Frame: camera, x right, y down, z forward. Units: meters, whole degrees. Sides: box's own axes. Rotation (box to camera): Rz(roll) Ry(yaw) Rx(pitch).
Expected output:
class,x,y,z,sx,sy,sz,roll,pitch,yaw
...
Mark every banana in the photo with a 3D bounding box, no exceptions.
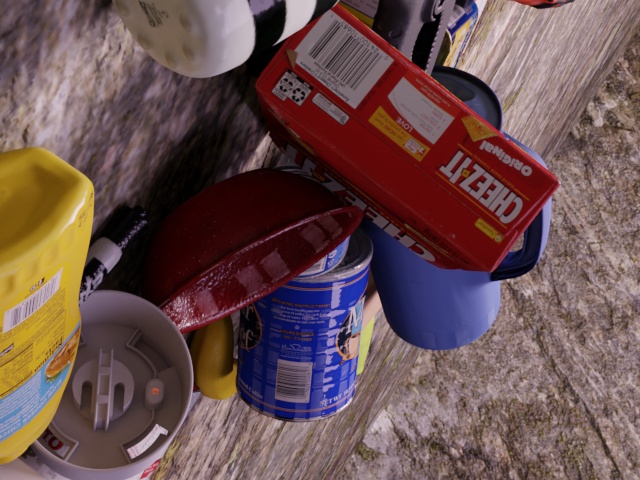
class,x,y,z,sx,sy,sz,roll,pitch,yaw
banana,-0.085,0.105,0.933,0.069,0.037,0.198,-51,166,-23

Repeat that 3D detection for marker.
class,x,y,z,sx,sy,sz,roll,pitch,yaw
marker,-0.136,0.026,0.591,0.121,0.020,0.020,-52,166,-23

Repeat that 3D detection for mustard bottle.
class,x,y,z,sx,sy,sz,roll,pitch,yaw
mustard bottle,-0.152,0.050,0.494,0.096,0.058,0.192,-46,162,-40

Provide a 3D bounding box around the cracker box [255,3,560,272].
class,x,y,z,sx,sy,sz,roll,pitch,yaw
cracker box,0.043,-0.052,0.663,0.072,0.164,0.214,-52,180,-2

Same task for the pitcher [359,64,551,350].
class,x,y,z,sx,sy,sz,roll,pitch,yaw
pitcher,0.101,-0.014,0.895,0.145,0.149,0.243,-20,137,-4

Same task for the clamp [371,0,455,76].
class,x,y,z,sx,sy,sz,roll,pitch,yaw
clamp,0.067,-0.169,0.680,0.164,0.036,0.210,-55,162,-24

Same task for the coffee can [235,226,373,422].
class,x,y,z,sx,sy,sz,roll,pitch,yaw
coffee can,-0.015,0.061,0.865,0.102,0.103,0.140,-41,143,-52

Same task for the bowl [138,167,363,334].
class,x,y,z,sx,sy,sz,roll,pitch,yaw
bowl,-0.054,0.001,0.680,0.162,0.055,0.162,-28,169,-6

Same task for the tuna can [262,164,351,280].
class,x,y,z,sx,sy,sz,roll,pitch,yaw
tuna can,-0.019,-0.015,0.790,0.086,0.086,0.034,-49,163,-35
